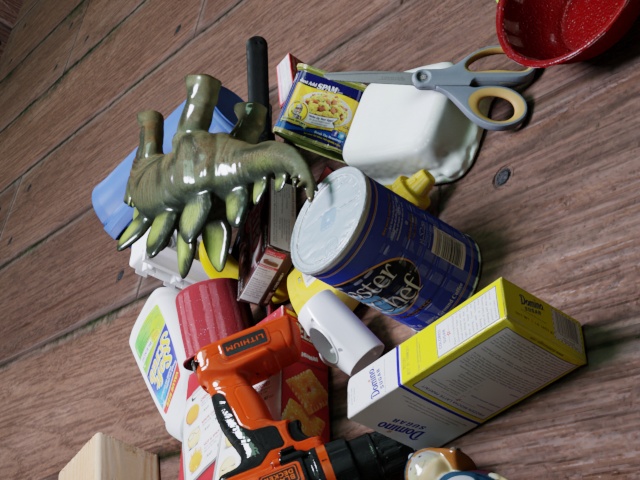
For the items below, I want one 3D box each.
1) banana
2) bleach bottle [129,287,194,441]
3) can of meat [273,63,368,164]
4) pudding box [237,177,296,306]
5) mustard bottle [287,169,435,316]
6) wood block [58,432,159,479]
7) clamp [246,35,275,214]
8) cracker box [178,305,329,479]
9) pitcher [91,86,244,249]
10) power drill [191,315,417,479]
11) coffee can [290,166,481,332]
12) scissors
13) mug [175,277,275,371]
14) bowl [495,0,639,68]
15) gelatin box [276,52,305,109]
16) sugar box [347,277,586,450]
[{"bbox_3d":[-0.092,0.037,1.246,0.198,0.037,0.070,32,128,43],"label":"banana"},{"bbox_3d":[-0.160,0.156,1.261,0.103,0.068,0.251,-60,30,12],"label":"bleach bottle"},{"bbox_3d":[0.006,-0.144,1.221,0.057,0.102,0.084,41,-109,-74],"label":"can of meat"},{"bbox_3d":[-0.058,0.002,1.155,0.113,0.039,0.090,-95,27,-46],"label":"pudding box"},{"bbox_3d":[0.046,0.001,1.068,0.192,0.058,0.096,-48,31,24],"label":"mustard bottle"},{"bbox_3d":[-0.239,0.333,1.206,0.091,0.090,0.206,-46,32,24],"label":"wood block"},{"bbox_3d":[-0.071,-0.121,1.249,0.164,0.036,0.210,88,180,-61],"label":"clamp"},{"bbox_3d":[-0.066,0.198,1.064,0.164,0.072,0.213,-37,36,33],"label":"cracker box"},{"bbox_3d":[-0.198,-0.097,1.471,0.243,0.144,0.149,-43,48,25],"label":"pitcher"},{"bbox_3d":[-0.027,0.157,0.948,0.184,0.057,0.188,-20,47,-5],"label":"power drill"},{"bbox_3d":[0.059,0.010,0.954,0.103,0.140,0.103,-39,36,35],"label":"coffee can"},{"bbox_3d":[0.108,-0.137,1.011,0.202,0.016,0.096,-11,68,4],"label":"scissors"},{"bbox_3d":[-0.105,0.088,1.183,0.117,0.093,0.081,-22,68,19],"label":"mug"},{"bbox_3d":[0.234,-0.218,0.948,0.162,0.055,0.162,-30,49,41],"label":"bowl"},{"bbox_3d":[-0.015,-0.180,1.307,0.030,0.073,0.089,-44,33,29],"label":"gelatin box"},{"bbox_3d":[0.111,0.103,0.840,0.177,0.093,0.048,-36,37,37],"label":"sugar box"}]
